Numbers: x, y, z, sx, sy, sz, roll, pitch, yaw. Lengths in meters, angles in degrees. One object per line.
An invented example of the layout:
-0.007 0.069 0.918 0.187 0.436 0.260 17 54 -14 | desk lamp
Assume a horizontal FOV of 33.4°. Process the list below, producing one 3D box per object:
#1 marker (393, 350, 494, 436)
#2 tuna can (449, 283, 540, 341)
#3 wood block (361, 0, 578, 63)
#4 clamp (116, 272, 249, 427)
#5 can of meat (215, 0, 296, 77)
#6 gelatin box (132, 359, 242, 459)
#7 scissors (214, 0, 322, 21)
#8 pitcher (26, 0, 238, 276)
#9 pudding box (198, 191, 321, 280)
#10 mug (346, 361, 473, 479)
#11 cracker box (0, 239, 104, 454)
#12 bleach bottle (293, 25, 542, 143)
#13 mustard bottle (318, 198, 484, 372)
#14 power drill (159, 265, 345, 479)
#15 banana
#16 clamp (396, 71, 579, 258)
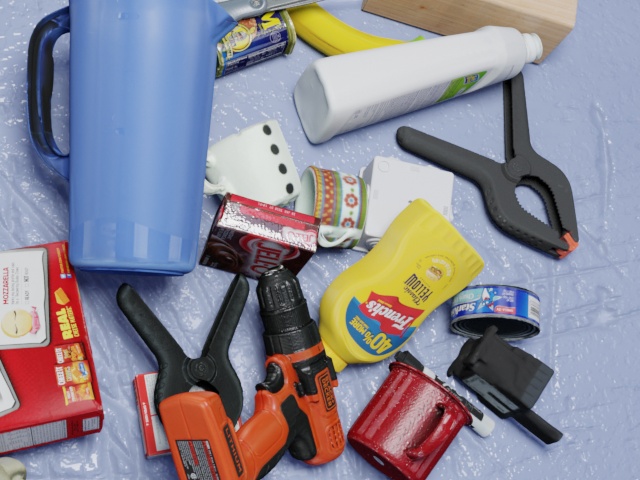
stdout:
0.116 0.144 1.009 0.121 0.020 0.020 40 68 -14 | marker
0.168 0.070 1.023 0.086 0.086 0.034 10 70 -12 | tuna can
0.159 -0.269 1.122 0.206 0.090 0.091 15 70 -9 | wood block
-0.101 0.107 0.936 0.120 0.039 0.171 -15 84 -19 | clamp
-0.085 -0.222 1.063 0.083 0.057 0.102 -23 80 -17 | can of meat
-0.118 0.151 0.955 0.089 0.030 0.073 -8 74 -17 | gelatin box
-0.079 -0.240 1.030 0.201 0.016 0.096 -28 82 -15 | scissors
-0.166 -0.093 0.919 0.144 0.149 0.243 6 84 -34 | pitcher
-0.056 0.001 0.971 0.090 0.114 0.039 17 70 -9 | pudding box
0.082 0.170 0.958 0.093 0.117 0.081 43 72 -15 | mug
-0.301 0.100 0.889 0.213 0.072 0.164 -10 63 -16 | cracker box
0.105 -0.166 1.070 0.250 0.103 0.068 -16 81 -19 | bleach bottle
0.056 0.057 0.992 0.191 0.058 0.096 -44 124 3 | mustard bottle
-0.052 0.130 0.900 0.187 0.057 0.184 -28 104 -53 | power drill
0.011 -0.223 1.101 0.197 0.037 0.069 27 50 -7 | banana
0.185 -0.068 1.096 0.164 0.036 0.210 -24 77 -18 | clamp
